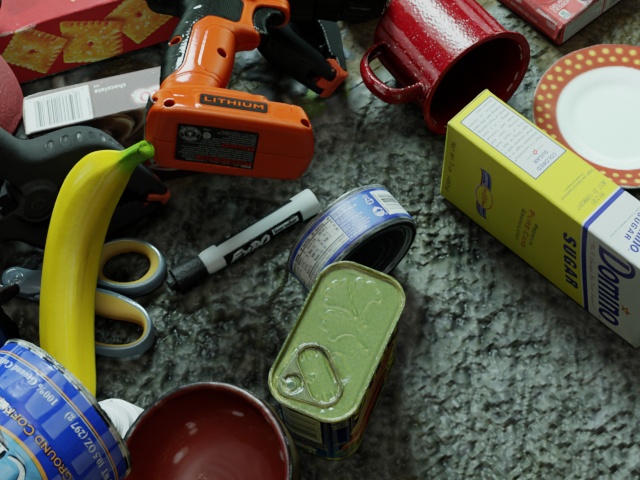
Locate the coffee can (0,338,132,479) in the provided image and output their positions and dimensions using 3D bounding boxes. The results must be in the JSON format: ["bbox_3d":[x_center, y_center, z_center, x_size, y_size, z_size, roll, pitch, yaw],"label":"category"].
[{"bbox_3d":[-0.186,0.135,0.565,0.103,0.103,0.140,34,56,20],"label":"coffee can"}]

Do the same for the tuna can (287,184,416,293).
[{"bbox_3d":[0.022,0.005,0.707,0.086,0.086,0.034,-34,66,-15],"label":"tuna can"}]

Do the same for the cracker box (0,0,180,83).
[{"bbox_3d":[-0.227,-0.215,0.852,0.213,0.072,0.164,-17,61,-5],"label":"cracker box"}]

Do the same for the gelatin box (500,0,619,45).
[{"bbox_3d":[0.194,-0.206,0.848,0.089,0.030,0.073,-37,65,-17],"label":"gelatin box"}]

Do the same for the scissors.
[{"bbox_3d":[-0.196,0.017,0.752,0.202,0.016,0.096,25,63,15],"label":"scissors"}]

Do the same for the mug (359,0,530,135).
[{"bbox_3d":[0.082,-0.133,0.779,0.117,0.093,0.081,-25,57,-19],"label":"mug"}]

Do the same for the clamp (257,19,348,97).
[{"bbox_3d":[-0.045,-0.184,0.816,0.120,0.039,0.171,-17,68,-36],"label":"clamp"}]

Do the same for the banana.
[{"bbox_3d":[-0.154,0.025,0.685,0.037,0.198,0.070,5,13,-37],"label":"banana"}]

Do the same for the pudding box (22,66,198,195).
[{"bbox_3d":[-0.144,-0.074,0.758,0.113,0.090,0.039,-11,59,-3],"label":"pudding box"}]

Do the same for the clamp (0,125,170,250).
[{"bbox_3d":[-0.199,-0.024,0.703,0.209,0.165,0.036,4,33,-43],"label":"clamp"}]

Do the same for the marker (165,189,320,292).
[{"bbox_3d":[-0.055,0.001,0.751,0.121,0.020,0.020,-31,64,-14],"label":"marker"}]

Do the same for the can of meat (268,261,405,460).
[{"bbox_3d":[0.012,0.078,0.667,0.057,0.084,0.102,20,63,13],"label":"can of meat"}]

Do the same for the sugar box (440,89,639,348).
[{"bbox_3d":[0.159,-0.013,0.705,0.048,0.093,0.176,-39,65,-17],"label":"sugar box"}]

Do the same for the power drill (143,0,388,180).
[{"bbox_3d":[-0.042,-0.128,0.715,0.184,0.057,0.187,4,52,-6],"label":"power drill"}]
